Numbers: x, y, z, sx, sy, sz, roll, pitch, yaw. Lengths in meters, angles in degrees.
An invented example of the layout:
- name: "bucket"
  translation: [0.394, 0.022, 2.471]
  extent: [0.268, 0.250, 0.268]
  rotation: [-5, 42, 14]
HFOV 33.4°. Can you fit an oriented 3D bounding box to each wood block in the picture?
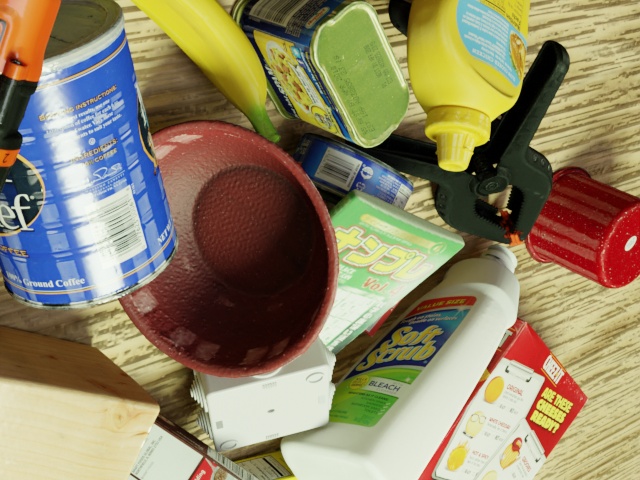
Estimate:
- name: "wood block"
  translation: [-0.209, 0.097, 0.601]
  extent: [0.205, 0.090, 0.091]
  rotation: [20, 97, -44]

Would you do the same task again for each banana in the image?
- name: "banana"
  translation: [-0.082, -0.132, 0.610]
  extent: [0.037, 0.070, 0.197]
  rotation: [-39, 136, 9]

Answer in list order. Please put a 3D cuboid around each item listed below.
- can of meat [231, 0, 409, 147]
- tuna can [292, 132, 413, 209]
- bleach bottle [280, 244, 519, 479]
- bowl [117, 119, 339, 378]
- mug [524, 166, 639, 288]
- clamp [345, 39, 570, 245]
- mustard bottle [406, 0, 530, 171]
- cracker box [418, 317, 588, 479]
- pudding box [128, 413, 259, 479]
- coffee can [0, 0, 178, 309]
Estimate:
- name: "can of meat"
  translation: [0.002, -0.114, 0.678]
  extent: [0.057, 0.084, 0.102]
  rotation: [-45, 132, -15]
- name: "tuna can"
  translation: [0.020, -0.041, 0.728]
  extent: [0.086, 0.086, 0.034]
  rotation: [28, 87, -44]
- name: "bleach bottle"
  translation: [0.079, 0.093, 0.832]
  extent: [0.250, 0.103, 0.068]
  rotation: [-49, 122, -34]
- name: "bowl"
  translation: [-0.054, 0.001, 0.664]
  extent: [0.055, 0.162, 0.162]
  rotation: [-34, 137, -62]
- name: "mug"
  translation: [0.248, -0.006, 0.941]
  extent: [0.117, 0.082, 0.093]
  rotation: [18, 98, -44]
- name: "clamp"
  translation: [0.114, -0.054, 0.811]
  extent: [0.164, 0.036, 0.210]
  rotation: [-17, 145, 6]
- name: "mustard bottle"
  translation: [0.096, -0.137, 0.687]
  extent: [0.096, 0.058, 0.191]
  rotation: [23, 70, -46]
- name: "cracker box"
  translation: [0.125, 0.178, 0.935]
  extent: [0.213, 0.072, 0.164]
  rotation: [-53, 136, -8]
- name: "pudding box"
  translation: [-0.109, 0.173, 0.719]
  extent: [0.113, 0.039, 0.090]
  rotation: [34, 87, -2]
- name: "coffee can"
  translation: [-0.141, -0.049, 0.576]
  extent: [0.102, 0.103, 0.140]
  rotation: [-28, 127, -27]
